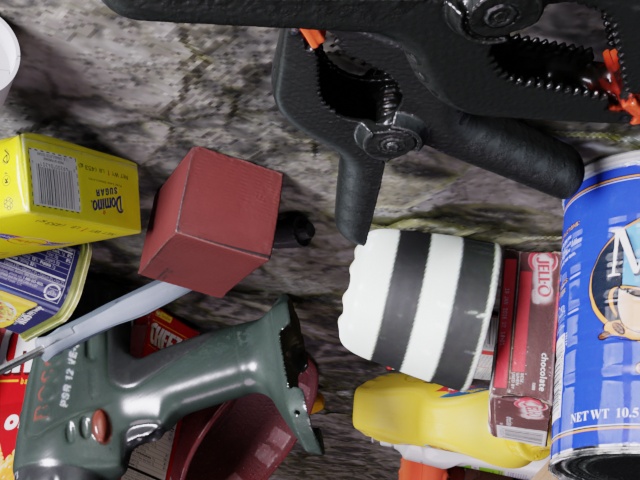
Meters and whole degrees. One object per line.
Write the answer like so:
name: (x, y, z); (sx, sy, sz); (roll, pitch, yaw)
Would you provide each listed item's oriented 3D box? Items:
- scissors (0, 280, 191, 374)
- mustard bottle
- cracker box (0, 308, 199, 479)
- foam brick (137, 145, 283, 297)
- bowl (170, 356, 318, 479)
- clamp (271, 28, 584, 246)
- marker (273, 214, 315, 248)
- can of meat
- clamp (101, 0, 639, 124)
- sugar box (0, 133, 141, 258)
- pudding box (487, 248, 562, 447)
scissors: (-0.146, 0.056, 0.642); (0.201, 0.016, 0.096); (-29, -175, -43)
mustard bottle: (0.111, 0.133, 0.791); (0.096, 0.058, 0.192); (8, 174, -29)
cracker box: (-0.196, 0.160, 0.818); (0.164, 0.213, 0.072); (-5, 153, 29)
foam brick: (-0.060, -0.009, 0.574); (0.053, 0.051, 0.078); (18, 156, -19)
bowl: (-0.074, 0.149, 0.877); (0.055, 0.162, 0.162); (33, 170, 27)
clamp: (0.025, -0.049, 0.454); (0.120, 0.039, 0.171); (-24, 138, 28)
marker: (-0.054, 0.001, 0.637); (0.121, 0.020, 0.020); (-8, 153, 36)
can of meat: (-0.209, 0.020, 0.694); (0.083, 0.057, 0.102); (23, 153, -27)
clamp: (0.043, -0.083, 0.346); (0.165, 0.036, 0.209); (-25, 146, 29)
sugar box: (-0.195, -0.014, 0.570); (0.176, 0.048, 0.093); (-12, 168, 25)
pudding box: (0.123, 0.067, 0.639); (0.039, 0.090, 0.113); (6, 158, 10)
